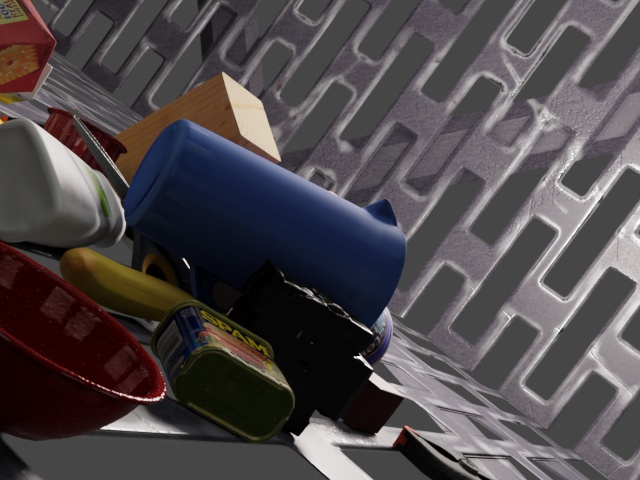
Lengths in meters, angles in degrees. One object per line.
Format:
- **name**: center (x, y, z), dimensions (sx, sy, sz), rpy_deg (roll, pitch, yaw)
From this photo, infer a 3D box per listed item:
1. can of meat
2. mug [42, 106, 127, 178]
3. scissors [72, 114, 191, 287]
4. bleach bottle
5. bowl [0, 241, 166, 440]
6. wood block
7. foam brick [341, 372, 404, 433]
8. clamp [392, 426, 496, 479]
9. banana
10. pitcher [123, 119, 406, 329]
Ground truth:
- **can of meat**: center (-0.075, 0.101, 0.820), dimensions (0.102, 0.057, 0.084), rpy_deg (34, 7, -26)
- **mug**: center (-0.257, -0.081, 1.101), dimensions (0.093, 0.081, 0.117), rpy_deg (30, -11, -17)
- **scissors**: center (-0.177, -0.015, 0.981), dimensions (0.016, 0.096, 0.201), rpy_deg (-10, -44, 44)
- **bleach bottle**: center (-0.229, -0.032, 0.975), dimensions (0.250, 0.068, 0.102), rpy_deg (50, 19, -78)
- **bowl**: center (-0.161, 0.055, 0.557), dimensions (0.162, 0.055, 0.162), rpy_deg (36, 3, -2)
- **wood block**: center (-0.164, -0.093, 1.223), dimensions (0.090, 0.206, 0.090), rpy_deg (31, 36, -57)
- **foam brick**: center (0.045, 0.169, 1.147), dimensions (0.053, 0.051, 0.078), rpy_deg (37, 3, 28)
- **clamp**: center (0.159, 0.260, 1.162), dimensions (0.171, 0.039, 0.120), rpy_deg (37, 2, 15)
- **banana**: center (-0.157, 0.037, 0.873), dimensions (0.070, 0.037, 0.197), rpy_deg (-7, -18, 30)
- **pitcher**: center (-0.056, 0.001, 0.975), dimensions (0.242, 0.145, 0.149), rpy_deg (29, 40, -21)
